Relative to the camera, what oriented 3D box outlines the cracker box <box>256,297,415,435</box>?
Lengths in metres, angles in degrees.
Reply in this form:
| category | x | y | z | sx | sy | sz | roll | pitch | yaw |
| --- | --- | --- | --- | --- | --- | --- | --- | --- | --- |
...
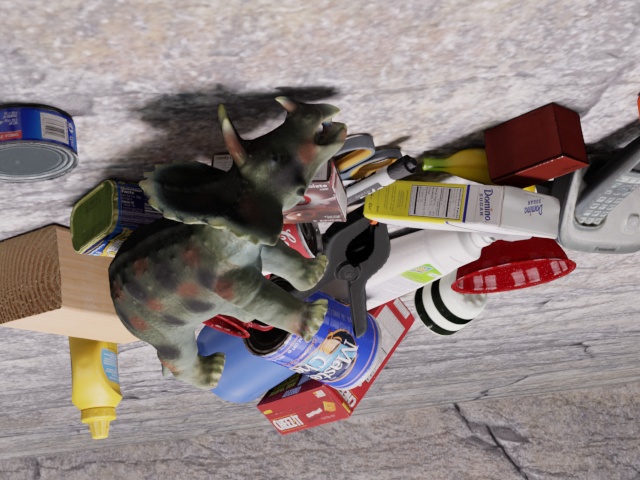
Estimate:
| category | x | y | z | sx | sy | sz | roll | pitch | yaw |
| --- | --- | --- | --- | --- | --- | --- | --- | --- | --- |
| cracker box | 0.026 | 0.181 | 1.571 | 0.164 | 0.072 | 0.213 | -26 | -161 | 48 |

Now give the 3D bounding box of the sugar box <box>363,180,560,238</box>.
| category | x | y | z | sx | sy | sz | roll | pitch | yaw |
| --- | --- | --- | --- | --- | --- | --- | --- | --- | --- |
| sugar box | 0.136 | -0.033 | 1.046 | 0.093 | 0.048 | 0.177 | 8 | 176 | -44 |

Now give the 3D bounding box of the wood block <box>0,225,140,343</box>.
| category | x | y | z | sx | sy | sz | roll | pitch | yaw |
| --- | --- | --- | --- | --- | --- | --- | --- | --- | --- |
| wood block | -0.251 | 0.053 | 1.173 | 0.091 | 0.090 | 0.205 | -16 | 163 | 26 |

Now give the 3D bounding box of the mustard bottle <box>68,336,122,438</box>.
| category | x | y | z | sx | sy | sz | roll | pitch | yaw |
| --- | --- | --- | --- | --- | --- | --- | --- | --- | --- |
| mustard bottle | -0.270 | 0.140 | 1.275 | 0.058 | 0.191 | 0.096 | -8 | 164 | -1 |

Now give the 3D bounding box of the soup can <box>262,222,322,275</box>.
| category | x | y | z | sx | sy | sz | roll | pitch | yaw |
| --- | --- | --- | --- | --- | --- | --- | --- | --- | --- |
| soup can | -0.057 | 0.001 | 1.114 | 0.102 | 0.068 | 0.068 | -18 | 162 | 16 |

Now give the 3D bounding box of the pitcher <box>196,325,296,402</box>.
| category | x | y | z | sx | sy | sz | roll | pitch | yaw |
| --- | --- | --- | --- | --- | --- | --- | --- | --- | --- |
| pitcher | -0.058 | 0.131 | 1.486 | 0.145 | 0.149 | 0.243 | 39 | 143 | -14 |

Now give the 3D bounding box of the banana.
| category | x | y | z | sx | sy | sz | roll | pitch | yaw |
| --- | --- | --- | --- | --- | --- | --- | --- | --- | --- |
| banana | 0.180 | -0.064 | 1.086 | 0.070 | 0.037 | 0.197 | 9 | 174 | 36 |

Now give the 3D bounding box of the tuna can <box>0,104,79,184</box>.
| category | x | y | z | sx | sy | sz | roll | pitch | yaw |
| --- | --- | --- | --- | --- | --- | --- | --- | --- | --- |
| tuna can | -0.234 | -0.075 | 0.839 | 0.086 | 0.034 | 0.086 | -7 | 164 | -2 |

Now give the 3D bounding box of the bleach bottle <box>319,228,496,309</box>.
| category | x | y | z | sx | sy | sz | roll | pitch | yaw |
| --- | --- | --- | --- | --- | --- | --- | --- | --- | --- |
| bleach bottle | 0.108 | 0.029 | 1.316 | 0.251 | 0.068 | 0.102 | -22 | 157 | 35 |

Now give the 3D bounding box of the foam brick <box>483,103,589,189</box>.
| category | x | y | z | sx | sy | sz | roll | pitch | yaw |
| --- | --- | --- | --- | --- | --- | --- | --- | --- | --- |
| foam brick | 0.199 | -0.085 | 0.987 | 0.078 | 0.051 | 0.052 | -21 | 161 | 37 |

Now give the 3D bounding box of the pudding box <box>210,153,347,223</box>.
| category | x | y | z | sx | sy | sz | roll | pitch | yaw |
| --- | --- | --- | --- | --- | --- | --- | --- | --- | --- |
| pudding box | -0.037 | -0.048 | 0.982 | 0.113 | 0.039 | 0.090 | -4 | 158 | 10 |

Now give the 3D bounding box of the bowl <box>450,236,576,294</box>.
| category | x | y | z | sx | sy | sz | roll | pitch | yaw |
| --- | --- | --- | --- | --- | --- | --- | --- | --- | --- |
| bowl | 0.243 | 0.023 | 1.373 | 0.162 | 0.055 | 0.162 | -8 | 164 | -2 |

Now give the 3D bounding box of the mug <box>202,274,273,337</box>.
| category | x | y | z | sx | sy | sz | roll | pitch | yaw |
| --- | --- | --- | --- | --- | --- | --- | --- | --- | --- |
| mug | -0.097 | 0.060 | 1.218 | 0.117 | 0.081 | 0.093 | 24 | 165 | -1 |

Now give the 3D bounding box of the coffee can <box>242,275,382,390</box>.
| category | x | y | z | sx | sy | sz | roll | pitch | yaw |
| --- | --- | --- | --- | --- | --- | --- | --- | --- | --- |
| coffee can | -0.009 | 0.112 | 1.286 | 0.103 | 0.103 | 0.140 | -22 | 143 | 40 |

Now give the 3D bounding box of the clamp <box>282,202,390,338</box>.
| category | x | y | z | sx | sy | sz | roll | pitch | yaw |
| --- | --- | --- | --- | --- | --- | --- | --- | --- | --- |
| clamp | 0.017 | 0.030 | 1.170 | 0.120 | 0.039 | 0.172 | 6 | 117 | -23 |

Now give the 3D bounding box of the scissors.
| category | x | y | z | sx | sy | sz | roll | pitch | yaw |
| --- | --- | --- | --- | --- | --- | --- | --- | --- | --- |
| scissors | 0.003 | -0.058 | 1.048 | 0.096 | 0.016 | 0.202 | 2 | 161 | -31 |

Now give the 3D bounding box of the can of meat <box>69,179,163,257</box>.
| category | x | y | z | sx | sy | sz | roll | pitch | yaw |
| --- | --- | --- | --- | --- | --- | --- | --- | --- | --- |
| can of meat | -0.182 | -0.018 | 1.022 | 0.083 | 0.057 | 0.102 | 7 | 158 | -36 |

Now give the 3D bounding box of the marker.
| category | x | y | z | sx | sy | sz | roll | pitch | yaw |
| --- | --- | --- | --- | --- | --- | --- | --- | --- | --- |
| marker | 0.046 | -0.053 | 1.018 | 0.020 | 0.020 | 0.121 | 7 | 158 | -42 |
